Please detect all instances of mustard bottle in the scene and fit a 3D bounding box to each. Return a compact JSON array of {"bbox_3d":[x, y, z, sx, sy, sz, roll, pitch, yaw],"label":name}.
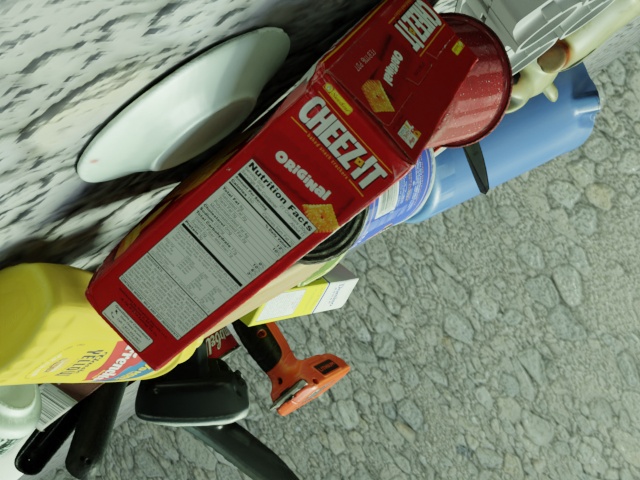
[{"bbox_3d":[-0.139,0.058,0.686,0.096,0.058,0.191,-36,158,23],"label":"mustard bottle"}]

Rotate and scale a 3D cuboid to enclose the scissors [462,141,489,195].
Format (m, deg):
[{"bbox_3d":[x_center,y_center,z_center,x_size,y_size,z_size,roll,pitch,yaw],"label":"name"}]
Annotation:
[{"bbox_3d":[0.105,-0.091,0.897,0.096,0.016,0.201,-26,-144,33],"label":"scissors"}]

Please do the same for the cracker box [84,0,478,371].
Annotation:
[{"bbox_3d":[-0.023,-0.039,0.617,0.214,0.072,0.164,-39,-170,32],"label":"cracker box"}]

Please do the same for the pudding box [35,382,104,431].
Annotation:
[{"bbox_3d":[-0.184,0.079,0.813,0.114,0.039,0.090,-35,-151,23],"label":"pudding box"}]

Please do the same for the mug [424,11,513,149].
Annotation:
[{"bbox_3d":[0.058,-0.103,0.709,0.117,0.093,0.081,5,-166,32],"label":"mug"}]

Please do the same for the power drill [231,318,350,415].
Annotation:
[{"bbox_3d":[-0.053,0.081,1.105,0.057,0.188,0.184,-44,169,24],"label":"power drill"}]

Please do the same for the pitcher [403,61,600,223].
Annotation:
[{"bbox_3d":[0.146,-0.110,1.067,0.242,0.145,0.149,-28,160,-34],"label":"pitcher"}]

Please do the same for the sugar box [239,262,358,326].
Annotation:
[{"bbox_3d":[-0.045,0.034,1.044,0.048,0.093,0.176,-59,155,16],"label":"sugar box"}]

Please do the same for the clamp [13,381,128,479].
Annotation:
[{"bbox_3d":[-0.164,0.100,0.843,0.210,0.036,0.165,-61,-158,-17],"label":"clamp"}]
